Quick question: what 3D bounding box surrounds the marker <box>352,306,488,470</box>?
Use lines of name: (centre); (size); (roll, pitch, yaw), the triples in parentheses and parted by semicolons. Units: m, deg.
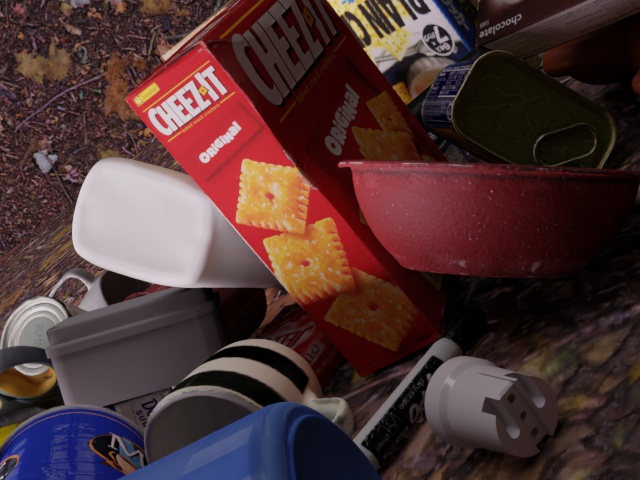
marker: (0.049, 0.077, 0.546); (0.121, 0.020, 0.020); (-46, 16, -28)

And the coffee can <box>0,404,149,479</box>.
coffee can: (-0.134, 0.159, 0.576); (0.103, 0.102, 0.140); (-39, 14, -2)

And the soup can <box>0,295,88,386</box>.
soup can: (-0.189, 0.087, 0.825); (0.068, 0.068, 0.102); (-36, -29, 11)

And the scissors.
scissors: (-0.212, 0.120, 0.770); (0.096, 0.016, 0.202); (-20, -23, -7)

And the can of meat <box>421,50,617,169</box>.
can of meat: (0.120, -0.073, 0.668); (0.057, 0.102, 0.084); (-62, 12, 2)

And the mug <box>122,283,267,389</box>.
mug: (-0.093, 0.049, 0.815); (0.081, 0.093, 0.117); (-46, -24, -44)

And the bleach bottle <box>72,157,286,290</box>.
bleach bottle: (-0.055, 0.001, 0.734); (0.250, 0.103, 0.068); (13, -87, -66)

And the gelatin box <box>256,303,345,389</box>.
gelatin box: (-0.015, 0.071, 0.700); (0.073, 0.030, 0.089); (-48, 16, -30)

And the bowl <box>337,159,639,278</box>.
bowl: (0.089, -0.012, 0.555); (0.162, 0.055, 0.162); (2, 3, 0)

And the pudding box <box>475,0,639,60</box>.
pudding box: (0.146, -0.165, 0.633); (0.114, 0.039, 0.090); (-19, 58, 49)

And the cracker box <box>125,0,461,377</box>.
cracker box: (0.005, -0.050, 0.651); (0.072, 0.213, 0.164); (-30, 16, 30)
